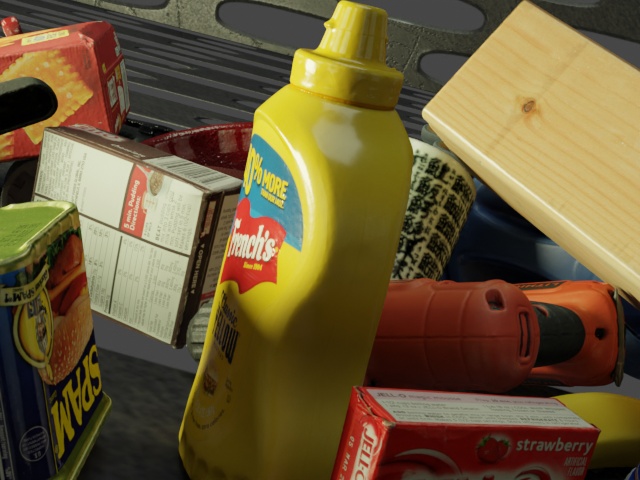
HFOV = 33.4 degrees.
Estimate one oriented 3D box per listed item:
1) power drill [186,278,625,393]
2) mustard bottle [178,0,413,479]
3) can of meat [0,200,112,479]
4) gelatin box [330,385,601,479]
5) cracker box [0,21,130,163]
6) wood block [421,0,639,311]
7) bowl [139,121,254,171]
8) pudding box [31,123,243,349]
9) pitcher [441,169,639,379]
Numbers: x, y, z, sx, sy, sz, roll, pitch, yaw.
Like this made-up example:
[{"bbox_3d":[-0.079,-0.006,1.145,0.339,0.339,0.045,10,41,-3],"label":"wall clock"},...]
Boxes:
[{"bbox_3d":[0.052,0.048,0.529,0.185,0.057,0.187,-2,-3,39],"label":"power drill"},{"bbox_3d":[-0.006,0.006,0.406,0.058,0.192,0.096,9,14,-20],"label":"mustard bottle"},{"bbox_3d":[-0.114,0.037,0.377,0.057,0.084,0.102,-5,13,2],"label":"can of meat"},{"bbox_3d":[0.045,0.091,0.368,0.089,0.073,0.030,7,15,-27],"label":"gelatin box"},{"bbox_3d":[-0.236,-0.090,0.681,0.213,0.072,0.164,-8,16,-4],"label":"cracker box"},{"bbox_3d":[0.164,-0.030,0.571,0.206,0.091,0.090,45,4,36],"label":"wood block"},{"bbox_3d":[-0.064,-0.044,0.790,0.162,0.055,0.162,-3,18,1],"label":"bowl"},{"bbox_3d":[-0.103,-0.004,0.568,0.114,0.090,0.039,21,17,25],"label":"pudding box"},{"bbox_3d":[0.210,0.020,0.741,0.242,0.149,0.145,5,-8,-45],"label":"pitcher"}]
